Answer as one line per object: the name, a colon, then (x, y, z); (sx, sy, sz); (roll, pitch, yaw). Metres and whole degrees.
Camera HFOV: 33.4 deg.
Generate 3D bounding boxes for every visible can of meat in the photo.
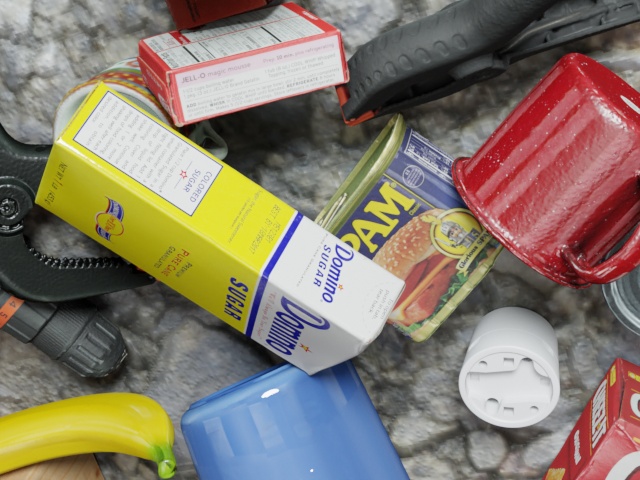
can of meat: (0.047, -0.004, 0.582); (0.084, 0.057, 0.102); (33, 122, -7)

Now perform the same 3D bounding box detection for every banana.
banana: (-0.167, 0.125, 0.667); (0.198, 0.069, 0.037); (-11, 105, 21)

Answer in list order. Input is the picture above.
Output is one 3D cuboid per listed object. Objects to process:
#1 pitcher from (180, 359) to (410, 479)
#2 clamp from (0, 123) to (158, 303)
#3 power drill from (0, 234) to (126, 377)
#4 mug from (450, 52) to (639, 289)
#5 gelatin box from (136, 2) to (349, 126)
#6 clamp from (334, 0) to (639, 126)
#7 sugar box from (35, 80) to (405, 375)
pitcher: (0.002, 0.194, 0.618); (0.145, 0.149, 0.243); (-26, 86, 33)
clamp: (-0.182, -0.032, 0.613); (0.209, 0.036, 0.164); (17, 93, -20)
power drill: (-0.242, 0.062, 0.698); (0.184, 0.057, 0.188); (41, 119, -12)
mug: (0.127, -0.030, 0.515); (0.093, 0.117, 0.082); (25, 119, -28)
gelatin box: (-0.040, -0.088, 0.529); (0.089, 0.073, 0.030); (-17, 117, -14)
clamp: (0.072, -0.097, 0.497); (0.172, 0.120, 0.039); (-22, 74, 26)
sugar box: (-0.054, 0.001, 0.536); (0.176, 0.048, 0.093); (35, 156, -7)
